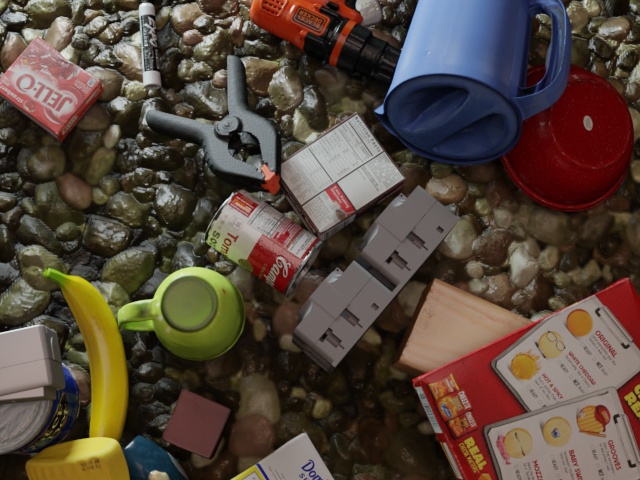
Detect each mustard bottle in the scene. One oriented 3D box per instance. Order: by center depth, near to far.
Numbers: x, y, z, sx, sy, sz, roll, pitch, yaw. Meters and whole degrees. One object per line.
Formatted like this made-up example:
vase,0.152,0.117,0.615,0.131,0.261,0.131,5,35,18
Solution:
mustard bottle,-0.205,0.284,1.004,0.096,0.058,0.191,-12,100,25

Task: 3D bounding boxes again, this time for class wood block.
wood block,0.184,0.123,1.048,0.206,0.091,0.090,24,80,3

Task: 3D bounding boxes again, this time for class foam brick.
foam brick,-0.118,0.178,1.035,0.051,0.078,0.053,23,79,1

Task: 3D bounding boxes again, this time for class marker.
marker,-0.184,-0.221,1.141,0.020,0.020,0.121,-5,79,-3

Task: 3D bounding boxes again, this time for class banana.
banana,-0.223,0.118,1.054,0.069,0.037,0.198,-14,87,-43

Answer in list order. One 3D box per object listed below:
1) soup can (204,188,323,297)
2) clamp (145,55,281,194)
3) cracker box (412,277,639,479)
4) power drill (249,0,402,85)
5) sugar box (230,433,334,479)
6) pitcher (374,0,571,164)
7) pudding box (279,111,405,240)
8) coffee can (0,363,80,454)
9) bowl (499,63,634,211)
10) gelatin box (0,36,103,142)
soup can,-0.057,0.001,1.076,0.102,0.068,0.068,33,80,5
clamp,-0.088,-0.118,1.096,0.172,0.039,0.120,40,82,25
cracker box,0.212,0.154,0.960,0.213,0.072,0.164,-25,83,-6
power drill,0.042,-0.273,1.138,0.184,0.057,0.187,26,79,4
sugar box,-0.062,0.264,0.999,0.175,0.048,0.093,-26,81,-38
pitcher,0.159,-0.207,1.063,0.149,0.145,0.242,20,59,-8
pudding box,0.018,-0.065,1.107,0.113,0.039,0.090,-33,81,-10
coffee can,-0.290,0.150,1.003,0.103,0.140,0.103,0,79,-2
bowl,0.263,-0.113,1.095,0.162,0.055,0.162,3,81,-16
gelatin box,-0.284,-0.159,1.120,0.089,0.030,0.073,37,80,6
